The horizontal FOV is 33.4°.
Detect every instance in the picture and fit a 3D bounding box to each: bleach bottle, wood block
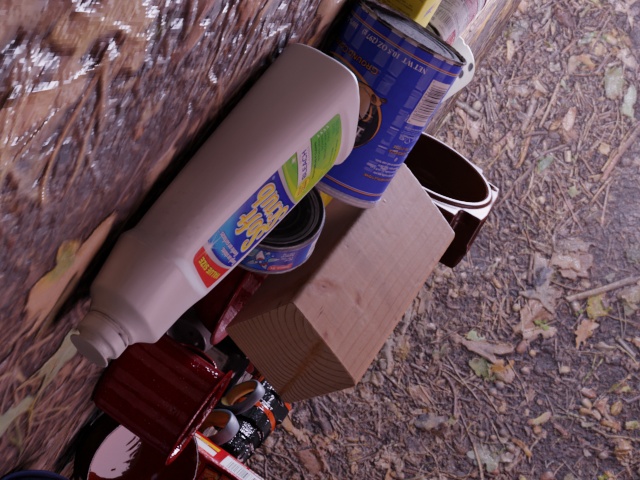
[{"bbox_3d":[-0.068,-0.016,0.691,0.250,0.068,0.103,-51,164,-29],"label":"bleach bottle"},{"bbox_3d":[0.023,0.034,0.926,0.091,0.090,0.205,-22,-159,44],"label":"wood block"}]

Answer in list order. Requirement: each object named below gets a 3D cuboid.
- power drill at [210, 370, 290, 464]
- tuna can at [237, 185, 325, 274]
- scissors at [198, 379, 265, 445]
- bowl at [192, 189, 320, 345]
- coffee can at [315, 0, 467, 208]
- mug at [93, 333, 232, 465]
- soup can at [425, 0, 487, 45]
[{"bbox_3d":[-0.120,0.208,1.189,0.188,0.057,0.184,-22,-164,33],"label":"power drill"},{"bbox_3d":[-0.040,-0.019,0.814,0.086,0.086,0.034,-52,172,-37],"label":"tuna can"},{"bbox_3d":[-0.121,0.177,1.146,0.096,0.016,0.202,-41,-162,-17],"label":"scissors"},{"bbox_3d":[-0.067,0.009,0.912,0.162,0.055,0.162,-55,175,-8],"label":"bowl"},{"bbox_3d":[0.039,-0.112,0.868,0.140,0.103,0.102,-58,175,19],"label":"coffee can"},{"bbox_3d":[-0.127,0.119,0.890,0.093,0.081,0.117,-59,174,31],"label":"mug"},{"bbox_3d":[0.115,-0.226,1.062,0.102,0.068,0.069,-52,174,-33],"label":"soup can"}]
